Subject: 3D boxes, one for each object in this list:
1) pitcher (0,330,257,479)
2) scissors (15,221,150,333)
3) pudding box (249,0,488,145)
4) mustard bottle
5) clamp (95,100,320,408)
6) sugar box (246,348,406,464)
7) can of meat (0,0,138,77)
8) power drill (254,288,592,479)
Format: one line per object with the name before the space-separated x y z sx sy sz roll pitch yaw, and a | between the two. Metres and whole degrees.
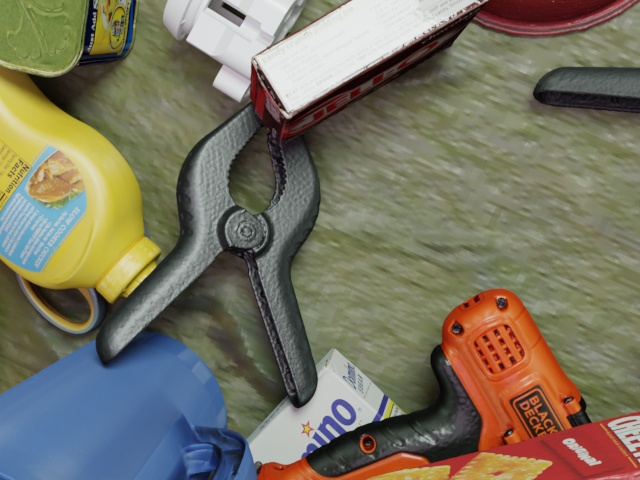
pitcher | -0.118 0.126 0.537 0.149 0.242 0.145 31 106 3
scissors | -0.175 -0.040 0.632 0.096 0.016 0.202 -29 95 14
pudding box | 0.019 -0.094 0.529 0.113 0.090 0.039 -33 91 -5
mustard bottle | -0.156 -0.030 0.589 0.191 0.058 0.096 43 118 0
clamp | -0.054 0.001 0.572 0.120 0.039 0.171 7 81 -23
sugar box | 0.040 0.156 0.614 0.176 0.048 0.093 41 103 -2
can of meat | -0.132 -0.141 0.566 0.057 0.084 0.102 13 104 8
power drill | 0.065 0.143 0.559 0.187 0.057 0.184 -30 92 4
